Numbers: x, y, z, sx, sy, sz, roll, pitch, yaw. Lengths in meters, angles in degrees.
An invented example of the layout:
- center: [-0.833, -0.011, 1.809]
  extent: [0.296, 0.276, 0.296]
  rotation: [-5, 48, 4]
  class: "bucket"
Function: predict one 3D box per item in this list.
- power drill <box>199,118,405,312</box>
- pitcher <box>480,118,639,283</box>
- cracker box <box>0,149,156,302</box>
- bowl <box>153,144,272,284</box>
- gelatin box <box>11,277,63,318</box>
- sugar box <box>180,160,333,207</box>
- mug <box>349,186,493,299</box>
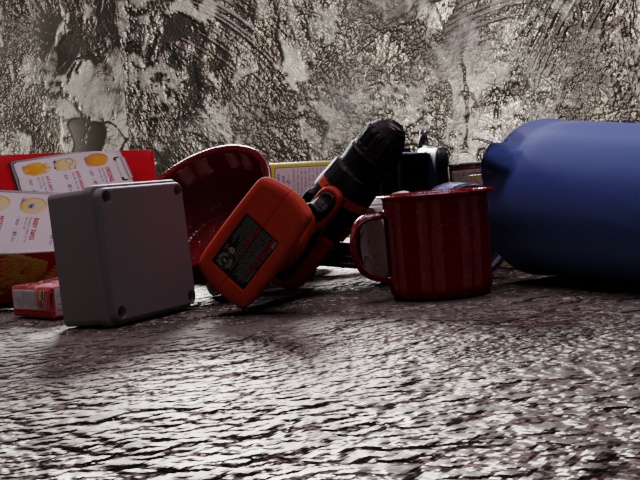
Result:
- center: [-0.010, -0.022, 0.886]
  extent: [0.057, 0.185, 0.187]
  rotation: [40, 20, 12]
  class: "power drill"
- center: [0.245, -0.024, 0.801]
  extent: [0.149, 0.145, 0.243]
  rotation: [-19, 12, -21]
  class: "pitcher"
- center: [-0.271, -0.015, 1.083]
  extent: [0.213, 0.072, 0.164]
  rotation: [-3, 41, -10]
  class: "cracker box"
- center: [-0.105, -0.013, 0.982]
  extent: [0.162, 0.055, 0.162]
  rotation: [-20, 40, 17]
  class: "bowl"
- center: [-0.218, 0.048, 0.951]
  extent: [0.089, 0.030, 0.073]
  rotation: [-8, 5, -42]
  class: "gelatin box"
- center: [-0.058, -0.045, 1.082]
  extent: [0.176, 0.048, 0.093]
  rotation: [0, -16, 5]
  class: "sugar box"
- center: [0.081, 0.003, 0.839]
  extent: [0.117, 0.081, 0.093]
  rotation: [-5, 4, -10]
  class: "mug"
